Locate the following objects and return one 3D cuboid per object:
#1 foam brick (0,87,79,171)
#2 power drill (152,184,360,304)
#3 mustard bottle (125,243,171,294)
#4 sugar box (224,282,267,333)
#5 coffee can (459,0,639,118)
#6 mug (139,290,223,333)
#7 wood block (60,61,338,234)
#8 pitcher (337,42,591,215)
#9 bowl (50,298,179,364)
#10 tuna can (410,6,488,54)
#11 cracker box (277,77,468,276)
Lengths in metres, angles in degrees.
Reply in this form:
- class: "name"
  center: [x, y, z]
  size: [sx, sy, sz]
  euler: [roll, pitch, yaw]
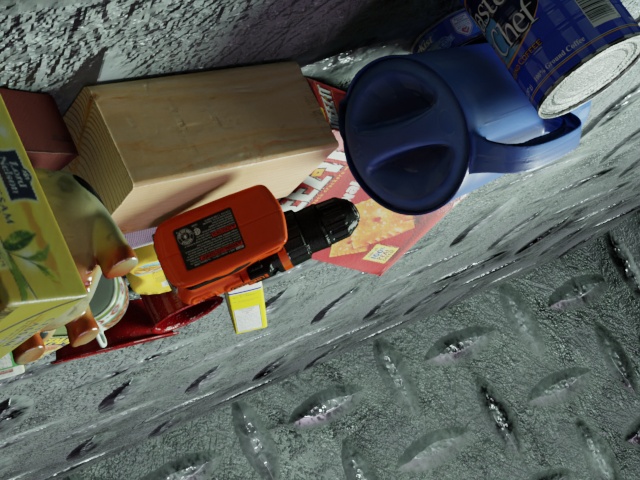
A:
- class: "foam brick"
  center: [-0.215, -0.068, 0.728]
  size: [0.051, 0.053, 0.078]
  euler: [-32, 167, 24]
- class: "power drill"
  center: [-0.056, 0.001, 0.913]
  size: [0.184, 0.057, 0.187]
  euler: [-24, 171, 2]
- class: "mustard bottle"
  center: [-0.166, 0.004, 1.126]
  size: [0.096, 0.058, 0.192]
  euler: [-23, 168, -11]
- class: "sugar box"
  center: [-0.092, 0.028, 1.210]
  size: [0.048, 0.093, 0.176]
  euler: [-12, 154, -8]
- class: "coffee can"
  center: [0.179, -0.184, 0.852]
  size: [0.102, 0.140, 0.103]
  euler: [-29, 164, -9]
- class: "mug"
  center: [-0.168, 0.053, 1.274]
  size: [0.093, 0.081, 0.117]
  euler: [-33, 166, 28]
- class: "wood block"
  center: [-0.100, -0.076, 0.857]
  size: [0.205, 0.090, 0.091]
  euler: [-16, 164, -41]
- class: "pitcher"
  center: [0.148, -0.110, 0.944]
  size: [0.242, 0.149, 0.145]
  euler: [-22, 166, -45]
- class: "bowl"
  center: [-0.260, 0.109, 1.326]
  size: [0.162, 0.055, 0.162]
  euler: [-13, 176, -1]
- class: "tuna can"
  center: [0.131, -0.187, 1.014]
  size: [0.086, 0.034, 0.086]
  euler: [-26, 168, -6]
- class: "cracker box"
  center: [0.025, -0.053, 1.045]
  size: [0.213, 0.072, 0.164]
  euler: [15, 133, -39]
